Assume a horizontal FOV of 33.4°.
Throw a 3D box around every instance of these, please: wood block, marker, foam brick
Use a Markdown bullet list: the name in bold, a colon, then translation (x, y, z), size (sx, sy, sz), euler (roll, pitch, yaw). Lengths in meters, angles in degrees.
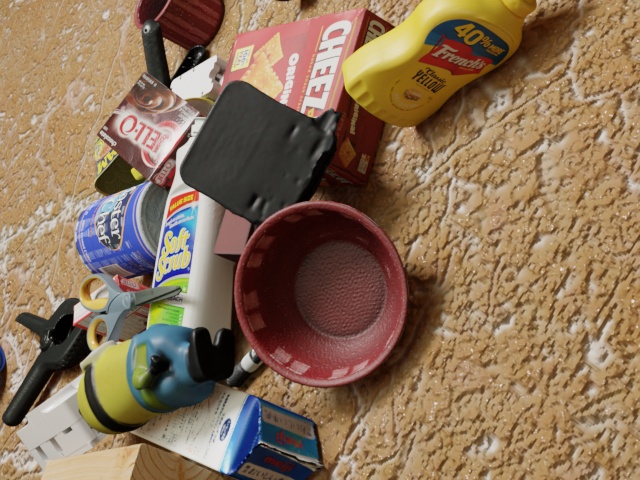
- **wood block**: translation (-0.186, 0.249, 0.973), size (0.207, 0.090, 0.090), euler (-22, 46, 51)
- **marker**: translation (-0.052, 0.103, 1.040), size (0.121, 0.020, 0.020), euler (-46, 40, 23)
- **foam brick**: translation (-0.057, 0.001, 1.055), size (0.051, 0.078, 0.053), euler (2, 72, 50)

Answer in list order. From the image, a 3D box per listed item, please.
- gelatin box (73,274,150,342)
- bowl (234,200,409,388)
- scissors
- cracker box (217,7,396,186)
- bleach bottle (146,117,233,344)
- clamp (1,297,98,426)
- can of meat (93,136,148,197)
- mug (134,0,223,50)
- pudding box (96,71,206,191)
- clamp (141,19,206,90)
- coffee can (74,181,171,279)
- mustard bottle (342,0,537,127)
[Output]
- **gelatin box**: translation (-0.229, 0.079, 1.224), size (0.089, 0.073, 0.030), euler (-34, 47, 35)
- **bowl**: translation (0.008, 0.045, 0.935), size (0.162, 0.055, 0.162), euler (1, 93, 22)
- **scissors**: translation (-0.202, 0.081, 1.119), size (0.202, 0.016, 0.096), euler (10, 98, 50)
- **cracker box**: translation (-0.025, -0.142, 1.102), size (0.214, 0.072, 0.164), euler (2, 73, 51)
- **bleach bottle**: translation (-0.130, 0.000, 1.097), size (0.103, 0.067, 0.251), euler (5, 91, 51)
- **clamp**: translation (-0.340, 0.141, 1.355), size (0.210, 0.036, 0.164), euler (-26, 51, 40)
- **can of meat**: translation (-0.247, -0.116, 1.372), size (0.102, 0.057, 0.084), euler (-43, 40, 27)
- **mug**: translation (-0.173, -0.305, 1.366), size (0.117, 0.081, 0.093), euler (-57, 37, 11)
- **pudding box**: translation (-0.177, -0.118, 1.150), size (0.114, 0.039, 0.090), euler (38, 90, 39)
- **clamp**: translation (-0.183, -0.178, 1.316), size (0.039, 0.120, 0.171), euler (9, 95, 33)
- **coffee can**: translation (-0.201, -0.012, 1.217), size (0.141, 0.102, 0.103), euler (-14, 60, 47)
- **mustard bottle**: translation (0.116, -0.174, 0.928), size (0.192, 0.096, 0.058), euler (-34, 46, 35)
